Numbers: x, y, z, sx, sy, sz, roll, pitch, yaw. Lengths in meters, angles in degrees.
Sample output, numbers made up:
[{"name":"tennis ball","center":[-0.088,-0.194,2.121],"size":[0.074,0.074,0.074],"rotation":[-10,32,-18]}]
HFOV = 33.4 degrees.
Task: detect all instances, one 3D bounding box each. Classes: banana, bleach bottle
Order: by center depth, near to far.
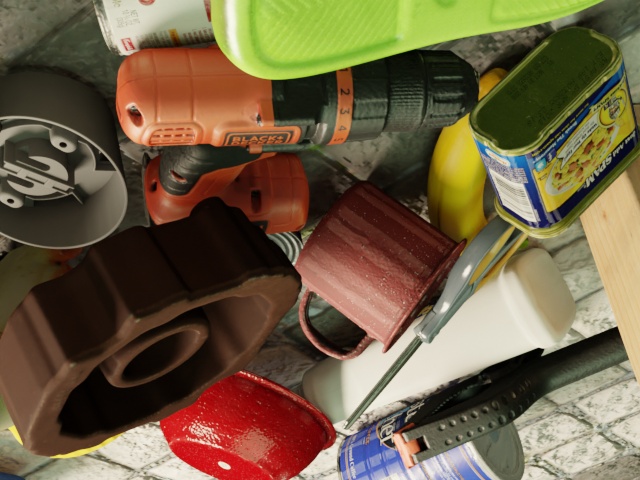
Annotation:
[{"name":"banana","center":[0.102,-0.037,0.718],"size":[0.069,0.037,0.198],"rotation":[-38,148,-11]},{"name":"bleach bottle","center":[0.071,0.090,0.836],"size":[0.251,0.068,0.102],"rotation":[-29,178,26]}]

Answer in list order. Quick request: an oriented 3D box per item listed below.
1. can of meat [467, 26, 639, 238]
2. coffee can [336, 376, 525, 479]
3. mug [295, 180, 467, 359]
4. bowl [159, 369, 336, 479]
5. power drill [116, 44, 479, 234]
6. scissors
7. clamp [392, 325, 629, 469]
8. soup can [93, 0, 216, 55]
[{"name":"can of meat","center":[0.142,-0.066,0.641],"size":[0.102,0.058,0.084],"rotation":[-44,140,-9]},{"name":"coffee can","center":[0.101,0.200,0.980],"size":[0.140,0.103,0.102],"rotation":[-31,139,27]},{"name":"mug","center":[0.031,0.024,0.707],"size":[0.117,0.081,0.093],"rotation":[-56,170,11]},{"name":"bowl","center":[-0.071,0.158,0.867],"size":[0.162,0.055,0.162],"rotation":[16,152,9]},{"name":"power drill","center":[-0.024,-0.055,0.594],"size":[0.184,0.057,0.188],"rotation":[-2,163,-14]},{"name":"scissors","center":[0.076,0.050,0.718],"size":[0.202,0.016,0.096],"rotation":[-47,162,-2]},{"name":"clamp","center":[0.140,0.111,0.818],"size":[0.209,0.036,0.165],"rotation":[-26,-177,-18]},{"name":"soup can","center":[-0.057,-0.131,0.520],"size":[0.102,0.068,0.068],"rotation":[-10,144,0]}]
